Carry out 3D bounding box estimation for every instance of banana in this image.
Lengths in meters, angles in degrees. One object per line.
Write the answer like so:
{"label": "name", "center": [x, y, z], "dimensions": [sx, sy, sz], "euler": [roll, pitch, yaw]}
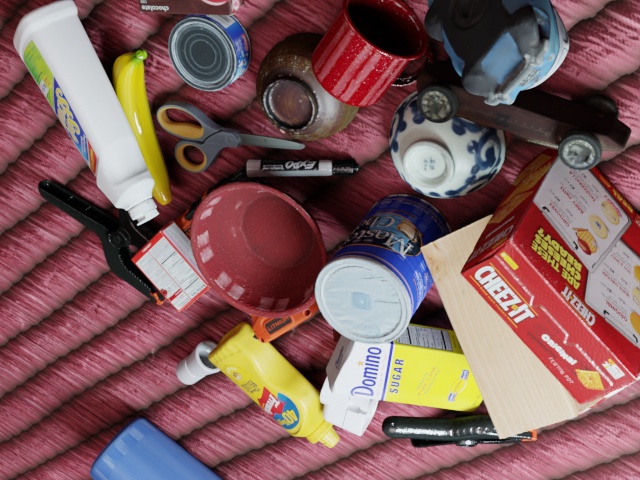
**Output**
{"label": "banana", "center": [-0.205, -0.134, 1.213], "dimensions": [0.070, 0.037, 0.198], "euler": [-129, 26, -50]}

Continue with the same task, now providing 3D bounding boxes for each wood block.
{"label": "wood block", "center": [0.194, 0.080, 1.068], "dimensions": [0.091, 0.090, 0.206], "euler": [-27, 82, 37]}

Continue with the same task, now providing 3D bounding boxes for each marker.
{"label": "marker", "center": [-0.019, -0.078, 1.152], "dimensions": [0.121, 0.020, 0.020], "euler": [0, 121, 7]}

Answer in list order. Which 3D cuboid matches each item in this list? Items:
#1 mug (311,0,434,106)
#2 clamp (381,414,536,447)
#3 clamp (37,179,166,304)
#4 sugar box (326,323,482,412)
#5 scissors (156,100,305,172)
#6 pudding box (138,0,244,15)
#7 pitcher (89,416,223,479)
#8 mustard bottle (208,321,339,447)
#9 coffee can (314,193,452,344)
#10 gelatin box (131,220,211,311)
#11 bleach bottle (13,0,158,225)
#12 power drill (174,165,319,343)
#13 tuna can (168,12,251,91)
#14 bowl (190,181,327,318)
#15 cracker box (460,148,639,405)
{"label": "mug", "center": [0.054, -0.181, 1.034], "dimensions": [0.117, 0.093, 0.082], "euler": [13, 140, -25]}
{"label": "clamp", "center": [0.164, 0.222, 1.236], "dimensions": [0.171, 0.120, 0.039], "euler": [-1, 78, 14]}
{"label": "clamp", "center": [-0.254, -0.012, 1.329], "dimensions": [0.165, 0.036, 0.210], "euler": [-10, 114, 32]}
{"label": "sugar box", "center": [0.104, 0.137, 1.174], "dimensions": [0.176, 0.048, 0.093], "euler": [7, 130, -17]}
{"label": "scissors", "center": [-0.101, -0.099, 1.187], "dimensions": [0.202, 0.016, 0.096], "euler": [23, 135, 25]}
{"label": "pudding box", "center": [-0.138, -0.280, 1.096], "dimensions": [0.114, 0.039, 0.090], "euler": [8, 123, 24]}
{"label": "pitcher", "center": [-0.200, 0.364, 1.491], "dimensions": [0.243, 0.144, 0.149], "euler": [40, 118, 5]}
{"label": "mustard bottle", "center": [-0.050, 0.187, 1.329], "dimensions": [0.191, 0.058, 0.096], "euler": [44, 147, -5]}
{"label": "coffee can", "center": [0.069, 0.028, 1.114], "dimensions": [0.103, 0.140, 0.103], "euler": [14, 125, 20]}
{"label": "gelatin box", "center": [-0.168, 0.032, 1.251], "dimensions": [0.089, 0.030, 0.073], "euler": [48, 133, -3]}
{"label": "bleach bottle", "center": [-0.251, -0.135, 1.188], "dimensions": [0.251, 0.068, 0.103], "euler": [61, 154, -1]}
{"label": "power drill", "center": [-0.077, 0.017, 1.242], "dimensions": [0.187, 0.057, 0.185], "euler": [51, 133, -5]}
{"label": "tuna can", "center": [-0.119, -0.203, 1.137], "dimensions": [0.086, 0.033, 0.086], "euler": [14, 125, 20]}
{"label": "bowl", "center": [-0.058, 0.001, 1.153], "dimensions": [0.162, 0.055, 0.162], "euler": [11, 120, 20]}
{"label": "cracker box", "center": [0.231, 0.021, 0.975], "dimensions": [0.164, 0.213, 0.072], "euler": [47, 129, -5]}
